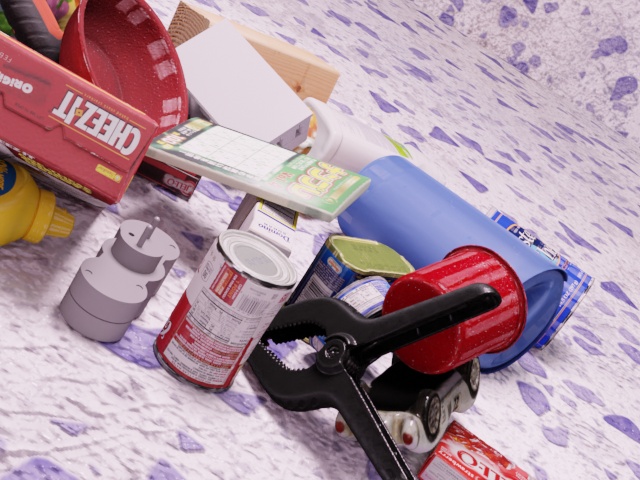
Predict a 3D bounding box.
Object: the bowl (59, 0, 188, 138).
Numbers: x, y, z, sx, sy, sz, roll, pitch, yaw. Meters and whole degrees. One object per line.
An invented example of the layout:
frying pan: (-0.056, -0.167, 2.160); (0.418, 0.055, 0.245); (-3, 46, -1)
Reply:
bowl: (-0.188, -0.153, 0.977); (0.162, 0.055, 0.162); (44, 37, -47)

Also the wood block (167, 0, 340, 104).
wood block: (-0.091, -0.214, 1.336); (0.205, 0.091, 0.090); (15, 18, -40)

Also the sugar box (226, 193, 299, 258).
sugar box: (-0.056, 0.001, 0.926); (0.048, 0.093, 0.176); (28, 22, -11)

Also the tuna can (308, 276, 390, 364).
tuna can: (0.034, 0.073, 0.904); (0.085, 0.086, 0.034); (4, 37, -51)

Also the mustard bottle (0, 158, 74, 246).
mustard bottle: (-0.268, -0.040, 0.765); (0.191, 0.058, 0.096); (21, 19, -28)

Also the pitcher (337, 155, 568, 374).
pitcher: (0.121, 0.019, 1.109); (0.243, 0.145, 0.149); (43, 11, 34)

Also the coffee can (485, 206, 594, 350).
coffee can: (0.223, 0.043, 1.212); (0.140, 0.103, 0.102); (36, 21, 9)

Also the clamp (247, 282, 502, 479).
clamp: (0.018, 0.099, 0.789); (0.210, 0.164, 0.036); (3, -31, 34)

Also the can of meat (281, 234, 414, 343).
can of meat: (0.026, 0.046, 0.955); (0.101, 0.084, 0.057); (7, 32, -48)

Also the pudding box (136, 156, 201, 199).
pudding box: (-0.159, -0.095, 1.068); (0.090, 0.039, 0.113); (27, 24, -14)

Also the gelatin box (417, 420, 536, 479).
gelatin box: (0.128, 0.191, 0.854); (0.089, 0.030, 0.073); (36, 21, 9)

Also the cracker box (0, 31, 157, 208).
cracker box: (-0.217, -0.092, 0.815); (0.164, 0.072, 0.214); (28, -7, -13)

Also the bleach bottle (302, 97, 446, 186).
bleach bottle: (0.075, -0.105, 1.387); (0.250, 0.068, 0.103); (18, 29, -39)

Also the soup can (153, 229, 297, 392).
soup can: (-0.070, 0.051, 0.783); (0.068, 0.102, 0.068); (28, 22, -12)

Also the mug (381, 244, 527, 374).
mug: (0.096, 0.062, 0.857); (0.081, 0.117, 0.093); (-17, 79, -44)

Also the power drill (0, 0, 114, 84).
power drill: (-0.247, -0.203, 1.015); (0.187, 0.057, 0.184); (68, 23, -17)
